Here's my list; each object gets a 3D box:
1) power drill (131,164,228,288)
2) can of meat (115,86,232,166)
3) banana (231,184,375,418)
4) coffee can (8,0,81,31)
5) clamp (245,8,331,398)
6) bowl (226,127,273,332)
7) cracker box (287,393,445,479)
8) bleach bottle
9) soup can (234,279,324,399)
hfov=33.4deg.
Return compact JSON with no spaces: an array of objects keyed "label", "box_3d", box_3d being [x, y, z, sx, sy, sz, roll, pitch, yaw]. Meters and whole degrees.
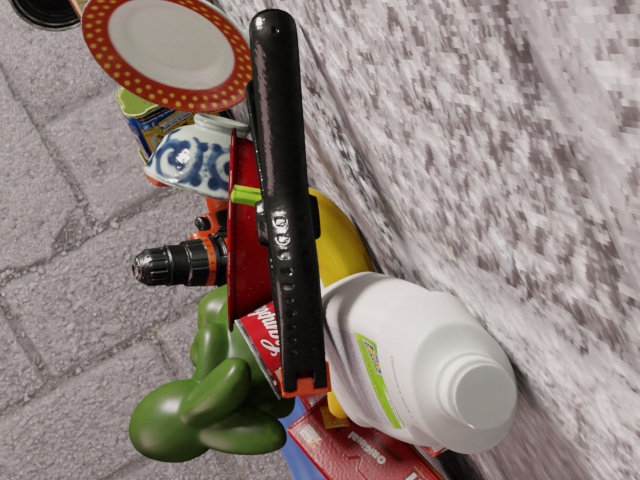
[{"label":"power drill","box_3d":[-0.135,-0.026,1.177,0.188,0.184,0.057,65,146,35]},{"label":"can of meat","box_3d":[-0.147,-0.129,1.077,0.057,0.102,0.084,56,171,37]},{"label":"banana","box_3d":[0.008,0.036,0.736,0.037,0.070,0.198,-66,-42,-58]},{"label":"coffee can","box_3d":[-0.278,-0.281,1.056,0.140,0.102,0.103,48,167,46]},{"label":"clamp","box_3d":[-0.021,-0.017,0.622,0.164,0.036,0.210,-151,54,-85]},{"label":"bowl","box_3d":[-0.045,-0.008,0.847,0.162,0.055,0.162,-179,91,-87]},{"label":"cracker box","box_3d":[0.074,0.225,0.885,0.164,0.072,0.213,44,170,32]},{"label":"bleach bottle","box_3d":[0.052,0.072,0.580,0.102,0.068,0.251,64,171,-6]},{"label":"soup can","box_3d":[-0.004,0.065,0.800,0.068,0.102,0.068,60,174,10]}]
